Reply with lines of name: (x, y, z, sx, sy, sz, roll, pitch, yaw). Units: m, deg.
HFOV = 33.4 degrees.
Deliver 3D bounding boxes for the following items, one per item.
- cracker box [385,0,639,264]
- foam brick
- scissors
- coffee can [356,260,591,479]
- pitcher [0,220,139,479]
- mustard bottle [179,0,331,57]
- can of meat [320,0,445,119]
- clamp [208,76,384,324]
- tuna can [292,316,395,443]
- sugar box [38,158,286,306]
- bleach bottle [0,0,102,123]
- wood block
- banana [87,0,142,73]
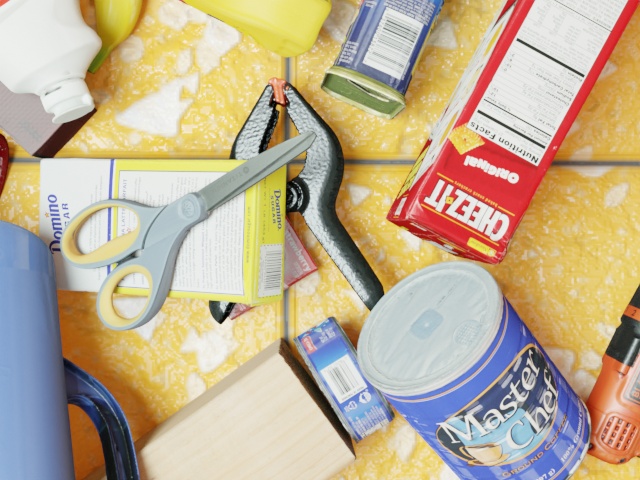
cracker box: (0.127, -0.092, 0.699, 0.072, 0.164, 0.214, 28, 91, -1)
foam brick: (-0.206, -0.101, 0.746, 0.078, 0.051, 0.053, 44, 91, -2)
scissors: (-0.082, 0.000, 0.669, 0.202, 0.016, 0.096, -12, 88, 28)
coffee can: (0.104, 0.096, 0.708, 0.103, 0.103, 0.140, -40, 123, 0)
pitcher: (-0.203, 0.113, 0.651, 0.145, 0.149, 0.243, -16, 59, 10)
mustard bottle: (-0.091, -0.183, 0.692, 0.191, 0.096, 0.058, 22, 102, -26)
can of meat: (0.044, -0.135, 0.727, 0.057, 0.102, 0.084, 24, 89, -2)
clamp: (-0.012, -0.023, 0.729, 0.120, 0.039, 0.171, 4, 94, 0)
tuna can: (0.017, 0.096, 0.742, 0.033, 0.086, 0.086, -32, 93, -2)
sugar box: (-0.109, -0.009, 0.719, 0.176, 0.048, 0.093, 4, 92, 29)
bleach bottle: (-0.200, -0.200, 0.696, 0.102, 0.068, 0.251, -23, 87, -3)
wood block: (-0.086, 0.167, 0.739, 0.206, 0.091, 0.090, -36, 93, 0)
banana: (-0.170, -0.222, 0.749, 0.069, 0.037, 0.198, -21, 92, 0)
